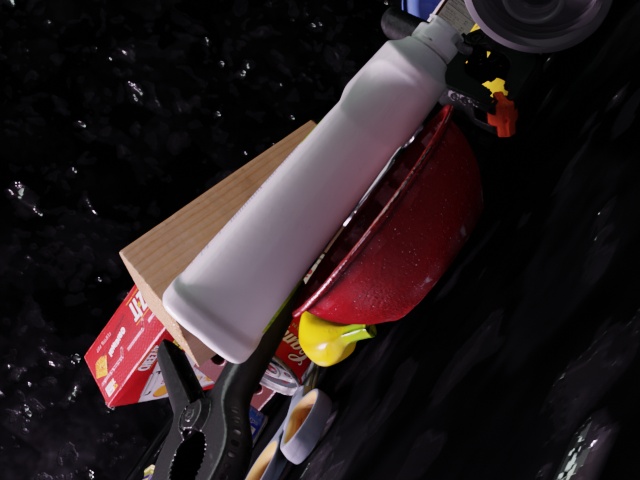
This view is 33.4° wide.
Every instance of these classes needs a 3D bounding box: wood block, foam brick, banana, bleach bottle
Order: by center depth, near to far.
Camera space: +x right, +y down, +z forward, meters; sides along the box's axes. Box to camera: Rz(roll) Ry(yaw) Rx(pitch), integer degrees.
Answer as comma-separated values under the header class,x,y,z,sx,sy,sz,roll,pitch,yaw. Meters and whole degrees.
class,x,y,z,sx,sy,sz,roll,pitch,yaw
bleach bottle,0.003,-0.041,0.687,0.251,0.068,0.102,-51,3,2
banana,0.020,0.048,0.782,0.070,0.037,0.197,-20,15,13
wood block,-0.057,0.001,0.927,0.206,0.090,0.091,-36,-33,-14
foam brick,-0.069,0.111,0.999,0.053,0.078,0.051,-52,2,34

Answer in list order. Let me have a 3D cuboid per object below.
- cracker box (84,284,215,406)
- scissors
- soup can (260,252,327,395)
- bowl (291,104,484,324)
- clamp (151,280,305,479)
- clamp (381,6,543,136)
class,x,y,z,sx,sy,sz,roll,pitch,yaw
cracker box,-0.111,0.082,1.093,0.213,0.072,0.164,-3,-40,-48
scissors,-0.022,0.124,0.714,0.096,0.016,0.202,-54,3,-1
soup can,-0.020,0.064,0.862,0.102,0.068,0.069,-55,3,-26
bowl,0.051,-0.003,0.654,0.162,0.055,0.162,-53,3,3
clamp,-0.086,0.131,0.772,0.165,0.036,0.210,-26,42,44
clamp,0.104,-0.135,0.776,0.120,0.039,0.171,-12,39,13
